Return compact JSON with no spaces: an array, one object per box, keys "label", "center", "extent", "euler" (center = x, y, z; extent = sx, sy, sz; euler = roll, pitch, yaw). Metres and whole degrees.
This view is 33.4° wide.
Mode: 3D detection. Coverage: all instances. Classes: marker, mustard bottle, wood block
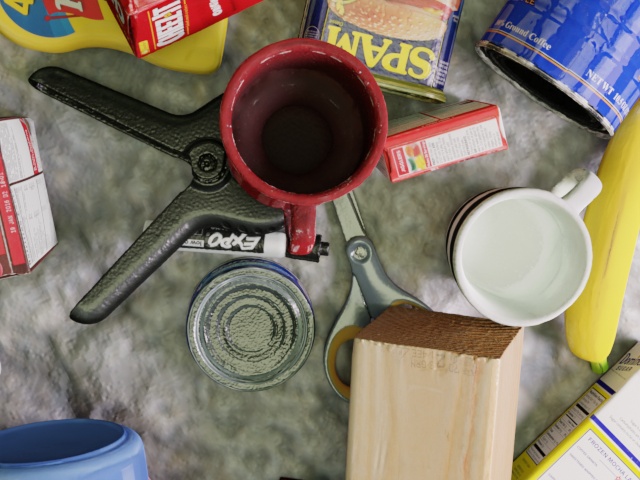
[{"label":"marker","center":[-0.055,0.001,0.696],"extent":[0.121,0.020,0.020],"euler":[5,98,1]},{"label":"mustard bottle","center":[-0.150,-0.161,0.651],"extent":[0.191,0.058,0.096],"euler":[7,96,-5]},{"label":"wood block","center":[0.068,0.155,0.667],"extent":[0.090,0.090,0.206],"euler":[7,102,18]}]

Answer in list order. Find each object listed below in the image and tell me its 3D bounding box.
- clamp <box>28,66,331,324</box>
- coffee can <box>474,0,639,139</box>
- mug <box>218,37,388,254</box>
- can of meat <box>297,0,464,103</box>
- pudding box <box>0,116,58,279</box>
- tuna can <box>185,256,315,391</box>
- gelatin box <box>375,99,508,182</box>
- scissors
[{"label":"clamp","center":[-0.079,-0.054,0.676],"extent":[0.210,0.036,0.164],"euler":[-18,86,-5]},{"label":"coffee can","center":[0.177,-0.149,0.654],"extent":[0.102,0.103,0.140],"euler":[34,95,-8]},{"label":"mug","center":[-0.013,-0.050,0.621],"extent":[0.093,0.081,0.117],"euler":[-3,85,-7]},{"label":"can of meat","center":[0.037,-0.138,0.670],"extent":[0.102,0.057,0.084],"euler":[12,95,-6]},{"label":"pudding box","center":[-0.191,-0.028,0.640],"extent":[0.039,0.113,0.090],"euler":[-10,99,-2]},{"label":"tuna can","center":[-0.046,0.055,0.704],"extent":[0.086,0.034,0.086],"euler":[-1,99,-4]},{"label":"gelatin box","center":[0.070,-0.063,0.666],"extent":[0.073,0.089,0.030],"euler":[-16,101,-2]},{"label":"scissors","center":[0.015,0.024,0.713],"extent":[0.096,0.016,0.202],"euler":[-34,94,6]}]
